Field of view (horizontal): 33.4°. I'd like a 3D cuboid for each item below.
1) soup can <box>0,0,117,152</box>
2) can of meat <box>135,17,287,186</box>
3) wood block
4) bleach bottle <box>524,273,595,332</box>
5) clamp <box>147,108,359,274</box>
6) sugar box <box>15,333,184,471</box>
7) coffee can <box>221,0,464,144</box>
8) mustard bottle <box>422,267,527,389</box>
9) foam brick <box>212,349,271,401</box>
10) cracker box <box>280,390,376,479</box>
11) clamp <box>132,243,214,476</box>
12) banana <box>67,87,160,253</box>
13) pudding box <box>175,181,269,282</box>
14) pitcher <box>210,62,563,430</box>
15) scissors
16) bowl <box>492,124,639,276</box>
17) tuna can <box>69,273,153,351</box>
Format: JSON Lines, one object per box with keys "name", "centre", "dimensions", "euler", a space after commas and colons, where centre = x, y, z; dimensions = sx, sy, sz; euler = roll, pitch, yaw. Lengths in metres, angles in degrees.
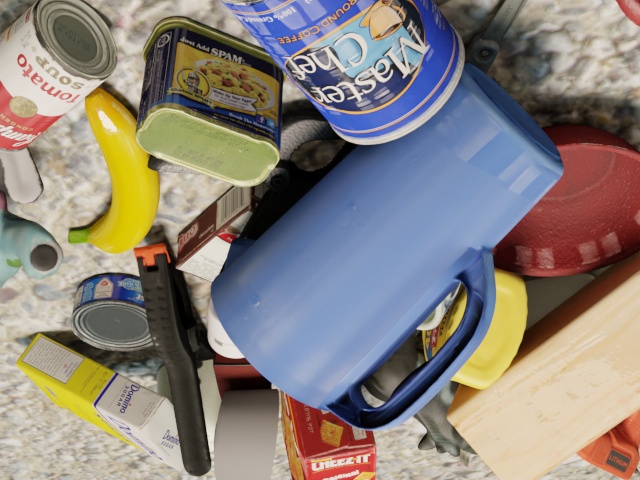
{"name": "soup can", "centre": [-0.194, -0.113, 0.727], "dimensions": [0.102, 0.068, 0.068], "euler": [-30, 133, 34]}
{"name": "can of meat", "centre": [-0.075, -0.094, 0.737], "dimensions": [0.102, 0.084, 0.058], "euler": [19, 140, -23]}
{"name": "wood block", "centre": [0.215, 0.104, 0.881], "dimensions": [0.206, 0.090, 0.090], "euler": [-41, 90, 22]}
{"name": "bleach bottle", "centre": [0.245, 0.125, 1.043], "dimensions": [0.103, 0.068, 0.250], "euler": [-13, 143, 15]}
{"name": "clamp", "centre": [-0.033, -0.040, 0.812], "dimensions": [0.171, 0.039, 0.120], "euler": [-17, 120, 9]}
{"name": "sugar box", "centre": [-0.207, 0.157, 1.038], "dimensions": [0.176, 0.048, 0.093], "euler": [22, 155, 33]}
{"name": "coffee can", "centre": [0.012, -0.140, 0.657], "dimensions": [0.103, 0.103, 0.140], "euler": [-20, 138, 26]}
{"name": "mustard bottle", "centre": [0.127, 0.075, 0.931], "dimensions": [0.058, 0.096, 0.191], "euler": [18, 175, -2]}
{"name": "foam brick", "centre": [-0.075, 0.120, 1.048], "dimensions": [0.051, 0.053, 0.078], "euler": [-1, 144, 2]}
{"name": "cracker box", "centre": [0.001, 0.179, 1.028], "dimensions": [0.072, 0.164, 0.214], "euler": [-11, 144, -6]}
{"name": "clamp", "centre": [-0.126, 0.096, 0.950], "dimensions": [0.036, 0.164, 0.210], "euler": [-10, 133, 2]}
{"name": "banana", "centre": [-0.161, -0.042, 0.847], "dimensions": [0.069, 0.037, 0.198], "euler": [9, 142, -12]}
{"name": "pudding box", "centre": [-0.056, 0.001, 0.902], "dimensions": [0.089, 0.039, 0.114], "euler": [24, 139, -30]}
{"name": "pitcher", "centre": [0.053, 0.003, 0.739], "dimensions": [0.149, 0.145, 0.243], "euler": [39, 109, -17]}
{"name": "scissors", "centre": [0.093, -0.130, 0.742], "dimensions": [0.096, 0.016, 0.202], "euler": [3, 143, -3]}
{"name": "bowl", "centre": [0.186, -0.039, 0.828], "dimensions": [0.162, 0.055, 0.162], "euler": [1, 143, 0]}
{"name": "tuna can", "centre": [-0.188, 0.068, 0.996], "dimensions": [0.086, 0.033, 0.086], "euler": [1, 143, 0]}
